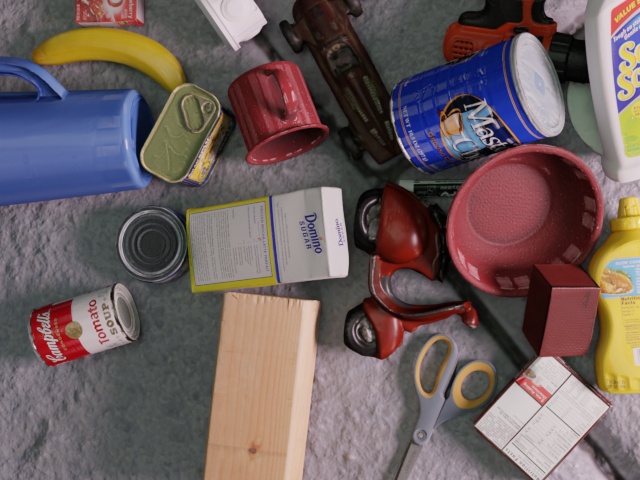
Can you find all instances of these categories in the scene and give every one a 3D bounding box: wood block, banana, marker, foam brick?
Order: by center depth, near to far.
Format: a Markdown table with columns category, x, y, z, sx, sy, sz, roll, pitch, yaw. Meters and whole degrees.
| category | x | y | z | sx | sy | sz | roll | pitch | yaw |
| --- | --- | --- | --- | --- | --- | --- | --- | --- | --- |
| foam brick | 0.237 | 0.069 | 1.054 | 0.053 | 0.051 | 0.078 | 0 | 114 | -12 |
| wood block | -0.060 | 0.159 | 1.107 | 0.091 | 0.090 | 0.206 | 6 | 88 | 10 |
| marker | 0.143 | -0.055 | 1.115 | 0.121 | 0.020 | 0.020 | -1 | 87 | 11 |
| banana | -0.228 | -0.202 | 1.186 | 0.198 | 0.037 | 0.069 | 21 | 90 | 11 |

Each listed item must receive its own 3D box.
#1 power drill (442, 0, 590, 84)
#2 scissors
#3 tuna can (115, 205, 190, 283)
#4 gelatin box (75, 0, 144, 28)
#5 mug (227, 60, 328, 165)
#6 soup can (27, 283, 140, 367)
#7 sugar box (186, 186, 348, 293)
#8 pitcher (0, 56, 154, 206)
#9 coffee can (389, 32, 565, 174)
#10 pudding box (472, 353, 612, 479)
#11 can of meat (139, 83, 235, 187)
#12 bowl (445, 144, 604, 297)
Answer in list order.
| category | x | y | z | sx | sy | sz | roll | pitch | yaw |
| --- | --- | --- | --- | --- | --- | --- | --- | --- | --- |
| power drill | 0.217 | -0.247 | 1.050 | 0.184 | 0.057 | 0.188 | 11 | 120 | 16 |
| scissors | 0.125 | 0.198 | 1.106 | 0.096 | 0.016 | 0.202 | 10 | 89 | 11 |
| tuna can | -0.180 | 0.004 | 1.167 | 0.086 | 0.033 | 0.086 | -1 | 87 | 11 |
| gelatin box | -0.235 | -0.285 | 1.196 | 0.073 | 0.030 | 0.089 | 1 | 87 | 11 |
| mug | -0.046 | -0.138 | 1.111 | 0.093 | 0.117 | 0.081 | -18 | 78 | -13 |
| soup can | -0.256 | 0.092 | 1.160 | 0.102 | 0.068 | 0.068 | -18 | 84 | 9 |
| sugar box | -0.057 | 0.002 | 1.111 | 0.176 | 0.048 | 0.093 | -7 | 86 | 29 |
| pitcher | -0.308 | -0.111 | 1.148 | 0.243 | 0.149 | 0.145 | -4 | 75 | 7 |
| coffee can | 0.154 | -0.132 | 1.051 | 0.141 | 0.102 | 0.103 | -17 | 83 | 34 |
| pudding box | 0.223 | 0.176 | 1.077 | 0.090 | 0.039 | 0.113 | 42 | 97 | 10 |
| can of meat | -0.138 | -0.109 | 1.139 | 0.057 | 0.084 | 0.102 | 29 | 92 | 11 |
| bowl | 0.196 | -0.026 | 1.064 | 0.162 | 0.055 | 0.162 | -4 | 113 | -9 |
